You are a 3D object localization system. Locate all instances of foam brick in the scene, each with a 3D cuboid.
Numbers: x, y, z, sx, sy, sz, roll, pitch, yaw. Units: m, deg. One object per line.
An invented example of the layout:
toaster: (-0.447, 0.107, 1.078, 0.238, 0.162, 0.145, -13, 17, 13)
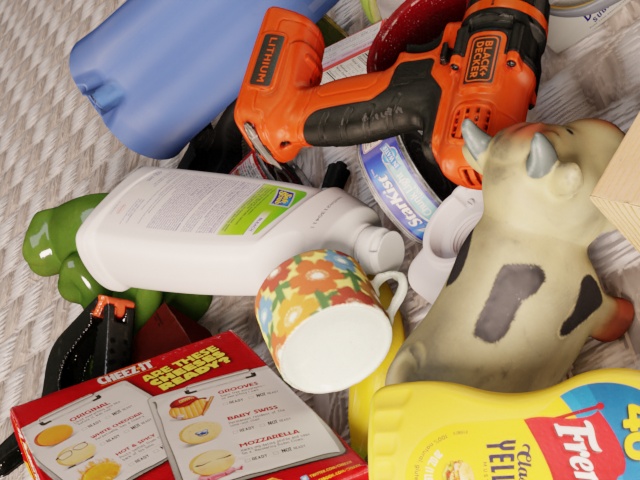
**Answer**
foam brick: (-0.108, 0.094, 0.827, 0.053, 0.051, 0.078, -49, 32, 3)

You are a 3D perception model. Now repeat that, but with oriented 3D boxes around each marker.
marker: (-0.004, -0.010, 0.825, 0.020, 0.020, 0.121, -7, 54, 49)

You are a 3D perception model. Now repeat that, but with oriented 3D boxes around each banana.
banana: (0.024, 0.060, 0.705, 0.070, 0.037, 0.198, -34, 36, 24)

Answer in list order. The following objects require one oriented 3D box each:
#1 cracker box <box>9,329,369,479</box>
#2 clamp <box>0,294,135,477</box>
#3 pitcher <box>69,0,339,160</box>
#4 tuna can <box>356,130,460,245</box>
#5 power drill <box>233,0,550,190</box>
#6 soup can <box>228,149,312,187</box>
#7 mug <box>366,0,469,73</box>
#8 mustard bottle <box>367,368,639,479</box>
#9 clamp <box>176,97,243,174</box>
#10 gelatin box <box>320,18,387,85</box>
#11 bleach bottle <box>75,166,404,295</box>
cracker box: (-0.083, 0.145, 0.654, 0.164, 0.072, 0.214, -18, 23, -21)
clamp: (-0.191, 0.146, 0.834, 0.165, 0.036, 0.210, 39, 107, 42)
pitcher: (-0.086, -0.190, 0.918, 0.243, 0.144, 0.149, -35, 47, 27)
tuna can: (0.063, -0.041, 0.709, 0.034, 0.086, 0.086, -35, 36, 23)
power drill: (0.048, -0.116, 0.670, 0.188, 0.057, 0.184, 0, 59, 29)
soup can: (-0.062, -0.022, 0.866, 0.102, 0.068, 0.068, -40, 34, 20)
mug: (0.091, -0.129, 0.763, 0.093, 0.081, 0.117, -42, 34, 15)
mustard bottle: (0.119, 0.107, 0.477, 0.192, 0.058, 0.096, -6, 71, 15)
clamp: (-0.093, -0.094, 1.004, 0.120, 0.039, 0.171, -30, 44, 38)
gelatin box: (0.040, -0.127, 0.833, 0.089, 0.073, 0.030, -20, 45, 41)
bleach bottle: (-0.055, 0.001, 0.746, 0.251, 0.068, 0.102, 8, 49, 40)
